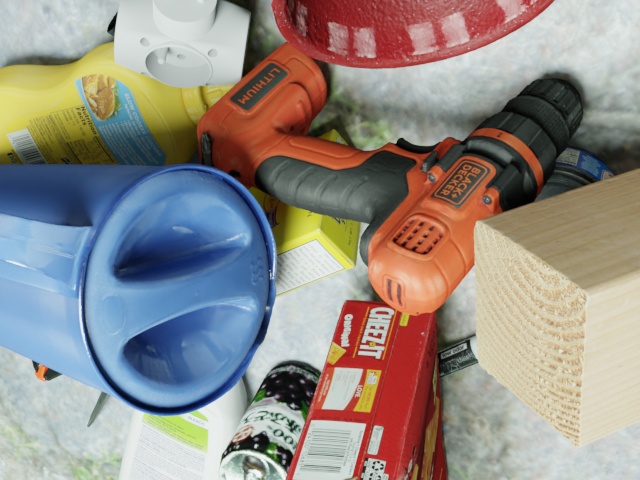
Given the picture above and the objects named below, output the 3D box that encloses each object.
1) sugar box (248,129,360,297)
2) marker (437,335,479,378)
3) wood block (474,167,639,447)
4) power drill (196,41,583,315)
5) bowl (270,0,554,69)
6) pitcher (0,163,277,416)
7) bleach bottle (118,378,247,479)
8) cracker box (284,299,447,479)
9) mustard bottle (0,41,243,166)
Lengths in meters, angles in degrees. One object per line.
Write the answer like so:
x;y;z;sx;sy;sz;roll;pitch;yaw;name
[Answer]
-0.055;0.001;0.706;0.176;0.093;0.048;-21;130;28;sugar box
0.074;0.092;0.758;0.121;0.020;0.020;-28;106;32;marker
0.191;0.015;0.555;0.205;0.090;0.091;-18;120;-20;wood block
0.037;-0.056;0.620;0.188;0.184;0.057;23;143;29;power drill
0.051;-0.154;0.561;0.162;0.161;0.055;-21;68;29;bowl
-0.158;0.011;0.631;0.243;0.144;0.149;8;127;44;pitcher
-0.097;0.147;0.831;0.102;0.068;0.251;22;122;8;bleach bottle
0.041;0.172;0.710;0.072;0.164;0.214;2;129;15;cracker box
-0.136;-0.084;0.712;0.192;0.058;0.096;-8;126;25;mustard bottle
